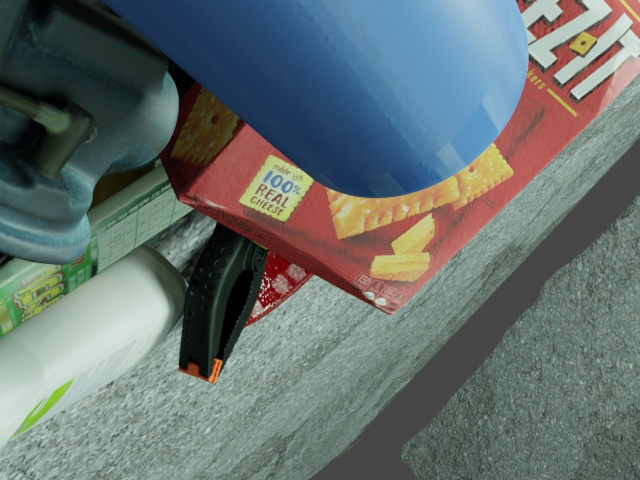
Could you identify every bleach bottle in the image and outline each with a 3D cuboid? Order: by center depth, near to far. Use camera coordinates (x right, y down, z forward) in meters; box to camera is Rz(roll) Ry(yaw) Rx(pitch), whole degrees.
[{"bbox_3d":[-0.180,0.079,0.684,0.103,0.068,0.250,-50,174,23],"label":"bleach bottle"}]

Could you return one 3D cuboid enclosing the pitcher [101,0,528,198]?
[{"bbox_3d":[-0.017,-0.120,0.344,0.149,0.145,0.242,-48,144,0],"label":"pitcher"}]

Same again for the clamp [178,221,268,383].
[{"bbox_3d":[-0.055,0.001,0.795,0.164,0.036,0.210,-2,109,-72],"label":"clamp"}]

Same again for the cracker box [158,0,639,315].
[{"bbox_3d":[0.047,-0.077,0.538,0.214,0.072,0.164,-46,131,16],"label":"cracker box"}]

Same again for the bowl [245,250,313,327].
[{"bbox_3d":[-0.048,0.010,0.942,0.162,0.055,0.162,-39,165,-13],"label":"bowl"}]
